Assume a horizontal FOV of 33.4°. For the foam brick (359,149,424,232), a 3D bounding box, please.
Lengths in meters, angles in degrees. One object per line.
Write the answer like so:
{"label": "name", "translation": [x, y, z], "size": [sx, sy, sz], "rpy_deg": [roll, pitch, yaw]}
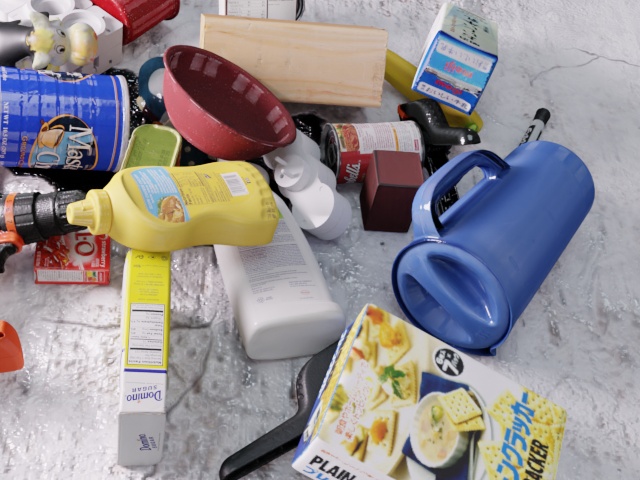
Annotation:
{"label": "foam brick", "translation": [0.076, -0.052, 1.149], "size": [0.051, 0.078, 0.053], "rpy_deg": [3, 52, -10]}

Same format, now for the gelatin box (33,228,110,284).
{"label": "gelatin box", "translation": [-0.247, 0.002, 1.068], "size": [0.073, 0.030, 0.089], "rpy_deg": [2, 50, -10]}

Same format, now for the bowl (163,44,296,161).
{"label": "bowl", "translation": [-0.106, -0.133, 1.115], "size": [0.162, 0.055, 0.162], "rpy_deg": [31, 26, -17]}

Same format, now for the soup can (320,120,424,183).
{"label": "soup can", "translation": [0.057, -0.099, 1.191], "size": [0.102, 0.069, 0.068], "rpy_deg": [-4, 51, -16]}

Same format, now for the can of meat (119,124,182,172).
{"label": "can of meat", "translation": [-0.176, -0.057, 1.097], "size": [0.057, 0.084, 0.102], "rpy_deg": [11, 49, -3]}

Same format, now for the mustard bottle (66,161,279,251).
{"label": "mustard bottle", "translation": [-0.141, -0.031, 0.997], "size": [0.191, 0.058, 0.096], "rpy_deg": [-5, 46, -30]}

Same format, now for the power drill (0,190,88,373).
{"label": "power drill", "translation": [-0.301, 0.034, 0.987], "size": [0.184, 0.057, 0.187], "rpy_deg": [-9, 48, 8]}

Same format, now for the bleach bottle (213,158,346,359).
{"label": "bleach bottle", "translation": [-0.057, 0.001, 1.088], "size": [0.102, 0.068, 0.251], "rpy_deg": [-6, 50, -17]}

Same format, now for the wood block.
{"label": "wood block", "translation": [-0.035, -0.207, 1.228], "size": [0.206, 0.090, 0.091], "rpy_deg": [3, 14, -9]}

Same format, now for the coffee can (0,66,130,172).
{"label": "coffee can", "translation": [-0.277, -0.125, 1.108], "size": [0.140, 0.103, 0.103], "rpy_deg": [1, 50, -22]}

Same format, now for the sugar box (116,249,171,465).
{"label": "sugar box", "translation": [-0.158, 0.103, 0.959], "size": [0.048, 0.093, 0.176], "rpy_deg": [1, 51, -11]}

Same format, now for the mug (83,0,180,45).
{"label": "mug", "translation": [-0.238, -0.289, 1.285], "size": [0.117, 0.093, 0.081], "rpy_deg": [17, 48, 39]}

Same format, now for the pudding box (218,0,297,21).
{"label": "pudding box", "translation": [-0.075, -0.270, 1.277], "size": [0.090, 0.113, 0.039], "rpy_deg": [-5, 28, -15]}

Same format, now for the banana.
{"label": "banana", "translation": [0.130, -0.178, 1.278], "size": [0.198, 0.069, 0.037], "rpy_deg": [40, 89, 29]}

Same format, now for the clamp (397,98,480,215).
{"label": "clamp", "translation": [0.129, -0.097, 1.200], "size": [0.039, 0.120, 0.171], "rpy_deg": [-1, 29, -18]}

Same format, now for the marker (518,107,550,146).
{"label": "marker", "translation": [0.252, -0.121, 1.282], "size": [0.020, 0.020, 0.121], "rpy_deg": [26, 50, 10]}

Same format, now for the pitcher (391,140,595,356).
{"label": "pitcher", "translation": [0.184, -0.013, 1.098], "size": [0.145, 0.149, 0.242], "rpy_deg": [33, 48, 16]}

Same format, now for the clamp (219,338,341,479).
{"label": "clamp", "translation": [0.005, 0.164, 0.976], "size": [0.164, 0.036, 0.210], "rpy_deg": [16, 50, -4]}
